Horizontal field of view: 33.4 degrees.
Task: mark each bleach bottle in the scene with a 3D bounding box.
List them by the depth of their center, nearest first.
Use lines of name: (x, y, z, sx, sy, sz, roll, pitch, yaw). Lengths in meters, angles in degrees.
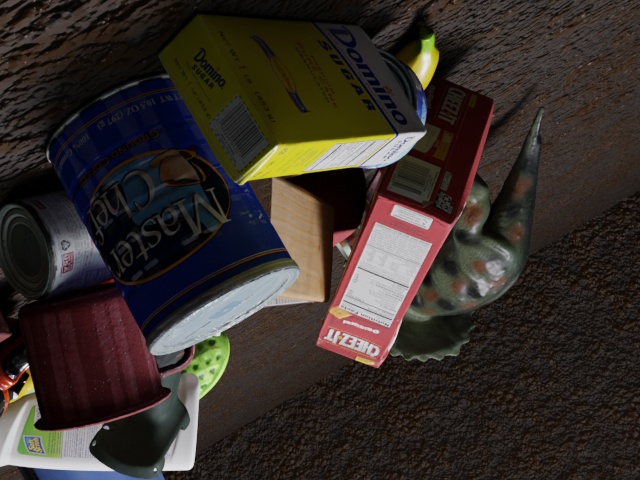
bleach bottle: (-0.252, 0.179, 1.077, 0.250, 0.102, 0.068, 5, 175, -12)

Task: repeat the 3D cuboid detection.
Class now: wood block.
wood block: (-0.055, 0.000, 0.867, 0.091, 0.090, 0.206, 2, 176, 14)

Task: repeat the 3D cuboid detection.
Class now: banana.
banana: (0.025, -0.103, 0.843, 0.198, 0.037, 0.069, -38, 148, 27)

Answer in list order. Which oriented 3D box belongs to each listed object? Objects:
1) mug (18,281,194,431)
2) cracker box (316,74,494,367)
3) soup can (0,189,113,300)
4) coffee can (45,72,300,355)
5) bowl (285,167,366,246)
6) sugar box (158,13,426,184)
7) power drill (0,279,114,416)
mug: (-0.143, 0.072, 0.718, 0.117, 0.081, 0.093, -13, -176, -11)
cracker box: (0.074, -0.013, 0.945, 0.214, 0.072, 0.164, 110, 3, -48)
soup can: (-0.158, -0.004, 0.720, 0.102, 0.068, 0.069, -18, 164, -44)
coffee can: (-0.090, -0.016, 0.653, 0.102, 0.140, 0.103, -29, 168, -7)
bowl: (-0.012, -0.020, 1.052, 0.162, 0.055, 0.162, -28, 168, -7)
sugar box: (-0.010, -0.090, 0.660, 0.048, 0.093, 0.175, -38, 167, 34)
power drill: (-0.213, 0.077, 0.816, 0.188, 0.057, 0.184, -33, -161, 13)
